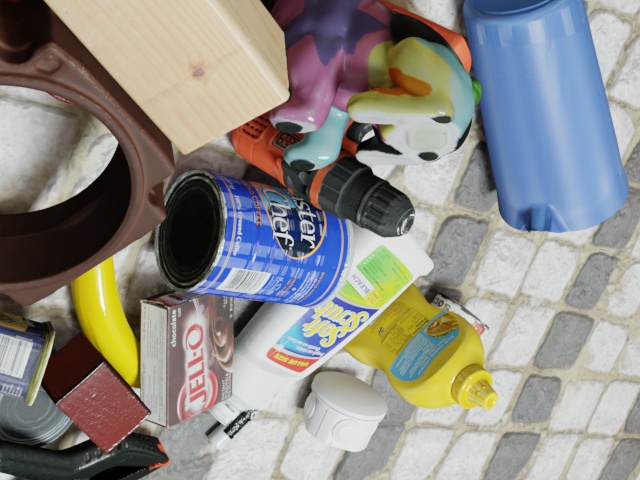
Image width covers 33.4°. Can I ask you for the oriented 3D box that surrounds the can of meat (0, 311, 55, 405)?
[{"bbox_3d":[-0.250,0.080,0.801,0.083,0.102,0.057,19,87,-17],"label":"can of meat"}]

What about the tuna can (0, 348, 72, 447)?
[{"bbox_3d":[-0.245,0.132,0.892,0.086,0.034,0.086,-17,122,-29],"label":"tuna can"}]

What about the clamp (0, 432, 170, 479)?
[{"bbox_3d":[-0.229,0.212,0.929,0.209,0.036,0.165,-1,140,-47],"label":"clamp"}]

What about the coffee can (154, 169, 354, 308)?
[{"bbox_3d":[-0.056,0.001,0.917,0.140,0.103,0.103,10,107,-39],"label":"coffee can"}]

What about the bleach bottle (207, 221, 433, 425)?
[{"bbox_3d":[-0.009,0.079,1.022,0.251,0.068,0.102,-47,132,-4],"label":"bleach bottle"}]

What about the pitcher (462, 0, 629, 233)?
[{"bbox_3d":[0.219,-0.141,1.042,0.145,0.149,0.243,-25,124,-6],"label":"pitcher"}]

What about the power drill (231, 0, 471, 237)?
[{"bbox_3d":[0.043,-0.105,0.894,0.187,0.185,0.057,-49,152,-16],"label":"power drill"}]

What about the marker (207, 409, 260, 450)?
[{"bbox_3d":[-0.062,0.158,1.052,0.121,0.020,0.020,-43,131,-10],"label":"marker"}]

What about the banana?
[{"bbox_3d":[-0.173,0.068,0.914,0.069,0.037,0.197,-58,141,-34],"label":"banana"}]

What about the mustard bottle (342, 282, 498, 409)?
[{"bbox_3d":[0.101,0.107,1.029,0.096,0.192,0.058,-45,132,-8],"label":"mustard bottle"}]

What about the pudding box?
[{"bbox_3d":[-0.117,0.097,0.937,0.089,0.039,0.113,-20,114,-55],"label":"pudding box"}]

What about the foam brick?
[{"bbox_3d":[-0.185,0.125,0.872,0.051,0.053,0.078,-42,132,-12],"label":"foam brick"}]

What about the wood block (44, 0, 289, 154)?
[{"bbox_3d":[-0.114,-0.167,0.692,0.091,0.090,0.206,-26,130,17],"label":"wood block"}]
